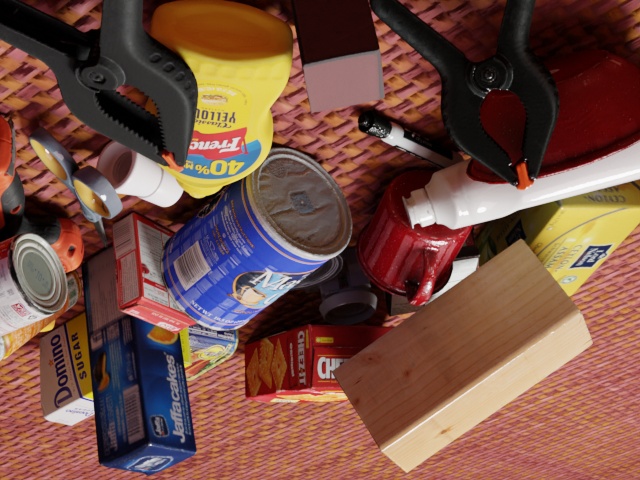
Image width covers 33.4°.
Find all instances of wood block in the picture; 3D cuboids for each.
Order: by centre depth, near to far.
[{"bbox_3d":[0.128,0.105,0.953,0.206,0.090,0.090,-35,148,3],"label":"wood block"}]

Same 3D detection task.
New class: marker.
[{"bbox_3d":[0.075,-0.081,0.884,0.120,0.020,0.020,20,139,-42],"label":"marker"}]

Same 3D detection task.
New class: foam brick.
[{"bbox_3d":[0.010,-0.134,0.711,0.051,0.078,0.053,-11,149,1],"label":"foam brick"}]

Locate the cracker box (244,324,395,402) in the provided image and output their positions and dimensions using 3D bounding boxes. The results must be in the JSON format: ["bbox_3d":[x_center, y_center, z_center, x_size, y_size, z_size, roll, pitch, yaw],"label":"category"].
[{"bbox_3d":[0.027,0.132,1.124,0.164,0.072,0.214,2,170,-21],"label":"cracker box"}]

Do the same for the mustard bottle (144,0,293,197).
[{"bbox_3d":[-0.081,-0.090,0.777,0.096,0.058,0.192,6,149,-9],"label":"mustard bottle"}]

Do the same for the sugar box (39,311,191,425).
[{"bbox_3d":[-0.206,0.109,1.050,0.176,0.093,0.048,-28,146,27],"label":"sugar box"}]

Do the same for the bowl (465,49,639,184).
[{"bbox_3d":[0.177,-0.100,0.797,0.162,0.162,0.055,-18,107,13],"label":"bowl"}]

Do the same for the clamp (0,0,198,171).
[{"bbox_3d":[-0.130,-0.120,0.666,0.165,0.036,0.209,-11,140,31],"label":"clamp"}]

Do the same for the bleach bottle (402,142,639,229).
[{"bbox_3d":[0.191,-0.060,0.866,0.251,0.068,0.102,-18,-177,3],"label":"bleach bottle"}]

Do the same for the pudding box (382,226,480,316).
[{"bbox_3d":[0.110,0.033,1.077,0.090,0.039,0.113,-9,153,-3],"label":"pudding box"}]

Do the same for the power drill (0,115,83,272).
[{"bbox_3d":[-0.291,-0.022,0.835,0.184,0.057,0.188,-8,152,-5],"label":"power drill"}]

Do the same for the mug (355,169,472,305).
[{"bbox_3d":[0.086,0.001,0.939,0.093,0.117,0.082,9,142,-10],"label":"mug"}]

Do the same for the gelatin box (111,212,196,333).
[{"bbox_3d":[-0.146,0.030,0.935,0.030,0.089,0.073,-26,147,25],"label":"gelatin box"}]

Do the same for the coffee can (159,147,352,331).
[{"bbox_3d":[-0.056,0.001,0.900,0.102,0.103,0.141,14,143,-36],"label":"coffee can"}]

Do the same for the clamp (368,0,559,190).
[{"bbox_3d":[0.120,-0.121,0.717,0.120,0.171,0.039,-26,-172,20],"label":"clamp"}]

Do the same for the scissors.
[{"bbox_3d":[-0.197,-0.040,0.857,0.016,0.096,0.202,-46,-173,-16],"label":"scissors"}]

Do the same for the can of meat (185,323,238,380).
[{"bbox_3d":[-0.146,0.103,1.099,0.102,0.057,0.083,-32,147,34],"label":"can of meat"}]

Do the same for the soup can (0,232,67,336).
[{"bbox_3d":[-0.257,0.041,0.827,0.102,0.068,0.068,-21,149,18],"label":"soup can"}]
